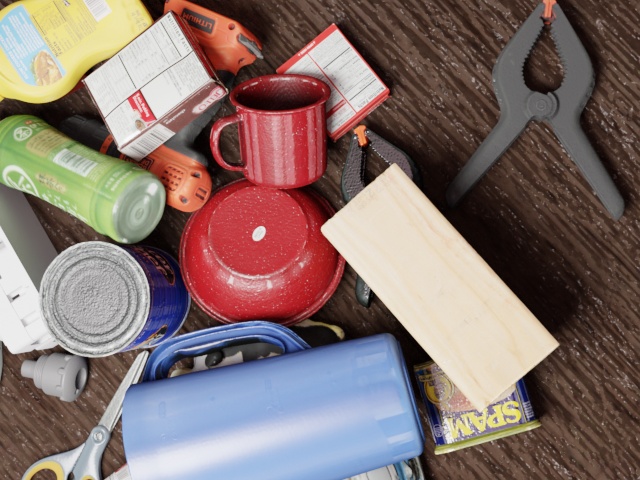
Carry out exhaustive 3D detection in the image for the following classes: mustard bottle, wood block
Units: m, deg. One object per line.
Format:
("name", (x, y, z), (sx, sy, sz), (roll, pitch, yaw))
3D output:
("mustard bottle", (-0.257, -0.185, 1.005), (0.191, 0.058, 0.096), (-33, 89, 0))
("wood block", (0.105, 0.042, 0.937), (0.090, 0.090, 0.206), (-41, 78, 3))

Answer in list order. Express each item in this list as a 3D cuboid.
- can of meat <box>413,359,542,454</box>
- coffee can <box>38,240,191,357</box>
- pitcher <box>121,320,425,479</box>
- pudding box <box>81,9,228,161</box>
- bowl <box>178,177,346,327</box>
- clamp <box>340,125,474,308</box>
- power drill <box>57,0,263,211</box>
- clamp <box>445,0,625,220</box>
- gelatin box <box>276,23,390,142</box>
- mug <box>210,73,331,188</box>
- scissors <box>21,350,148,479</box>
("can of meat", (0.144, 0.144, 0.993), (0.102, 0.057, 0.084), (-17, 83, 6))
("coffee can", (-0.188, 0.054, 1.000), (0.103, 0.140, 0.103), (0, 88, 8))
("pitcher", (-0.041, 0.150, 0.920), (0.243, 0.145, 0.149), (-15, 102, 4))
("pudding box", (-0.153, -0.142, 0.982), (0.113, 0.039, 0.090), (-35, 67, 10))
("bowl", (-0.057, 0.001, 1.001), (0.162, 0.055, 0.162), (-1, 69, 2))
("clamp", (0.060, -0.023, 1.020), (0.120, 0.039, 0.171), (-29, 79, 2))
("power drill", (-0.153, -0.138, 1.035), (0.185, 0.057, 0.187), (26, 90, 25))
("clamp", (0.216, -0.118, 1.000), (0.164, 0.036, 0.210), (11, 89, 9))
("gelatin box", (0.013, -0.152, 1.035), (0.073, 0.030, 0.089), (-39, 84, 4))
("mug", (-0.045, -0.097, 0.987), (0.117, 0.093, 0.081), (-17, 123, -22))
("scissors", (-0.239, 0.197, 1.065), (0.096, 0.016, 0.202), (13, 90, 7))
